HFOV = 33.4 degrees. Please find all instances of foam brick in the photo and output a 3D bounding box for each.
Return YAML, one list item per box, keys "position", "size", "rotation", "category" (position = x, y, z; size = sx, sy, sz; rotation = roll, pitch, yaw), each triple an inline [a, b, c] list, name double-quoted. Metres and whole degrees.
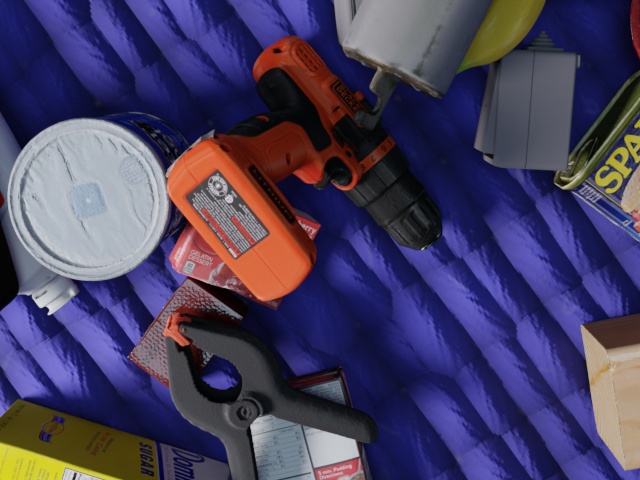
- position: [-0.097, 0.067, 0.793]
  size: [0.053, 0.051, 0.078]
  rotation: [38, 98, -3]
  category: "foam brick"

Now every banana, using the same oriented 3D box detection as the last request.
- position: [0.125, -0.201, 0.721]
  size: [0.070, 0.037, 0.198]
  rotation: [9, 79, 13]
  category: "banana"

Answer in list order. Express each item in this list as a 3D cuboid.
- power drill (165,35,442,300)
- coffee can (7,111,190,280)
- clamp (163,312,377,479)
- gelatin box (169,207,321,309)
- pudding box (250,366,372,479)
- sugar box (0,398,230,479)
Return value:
- position: [-0.005, -0.037, 0.712]
  size: [0.184, 0.187, 0.057]
  rotation: [48, 125, -4]
  category: "power drill"
- position: [-0.143, -0.035, 0.733]
  size: [0.103, 0.140, 0.103]
  rotation: [0, 99, 1]
  category: "coffee can"
- position: [-0.042, 0.114, 0.761]
  size: [0.120, 0.039, 0.171]
  rotation: [-32, 108, -1]
  category: "clamp"
- position: [-0.055, 0.001, 0.776]
  size: [0.089, 0.030, 0.073]
  rotation: [24, 99, -27]
  category: "gelatin box"
- position: [-0.013, 0.161, 0.812]
  size: [0.090, 0.039, 0.113]
  rotation: [-14, 96, 4]
  category: "pudding box"
- position: [-0.158, 0.173, 0.790]
  size: [0.176, 0.093, 0.048]
  rotation: [15, 99, -2]
  category: "sugar box"
